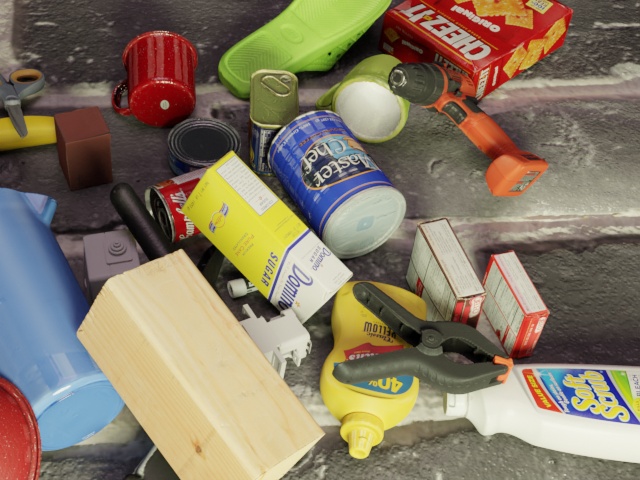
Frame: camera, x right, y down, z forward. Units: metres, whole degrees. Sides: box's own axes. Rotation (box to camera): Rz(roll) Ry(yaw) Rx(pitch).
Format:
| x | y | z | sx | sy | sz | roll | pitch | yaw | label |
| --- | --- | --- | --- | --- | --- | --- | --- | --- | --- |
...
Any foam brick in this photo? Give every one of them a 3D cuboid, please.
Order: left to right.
| x | y | z | sx | sy | sz | roll | pitch | yaw | label |
| --- | --- | --- | --- | --- | --- | --- | --- | --- | --- |
| -0.268 | -0.105 | 1.211 | 0.053 | 0.078 | 0.051 | -14 | 53 | -20 | foam brick |

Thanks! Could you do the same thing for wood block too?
| x | y | z | sx | sy | sz | roll | pitch | yaw | label |
| --- | --- | --- | --- | --- | --- | --- | --- | --- | --- |
| -0.106 | 0.122 | 0.918 | 0.090 | 0.091 | 0.206 | -25 | 70 | -45 | wood block |

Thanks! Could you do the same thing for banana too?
| x | y | z | sx | sy | sz | roll | pitch | yaw | label |
| --- | --- | --- | --- | --- | --- | --- | --- | --- | --- |
| -0.377 | -0.112 | 1.225 | 0.197 | 0.037 | 0.070 | -22 | 44 | -33 | banana |

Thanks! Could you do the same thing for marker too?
| x | y | z | sx | sy | sz | roll | pitch | yaw | label |
| --- | --- | --- | --- | --- | --- | --- | --- | --- | --- |
| -0.041 | 0.037 | 1.151 | 0.121 | 0.020 | 0.020 | -16 | 51 | -21 | marker |

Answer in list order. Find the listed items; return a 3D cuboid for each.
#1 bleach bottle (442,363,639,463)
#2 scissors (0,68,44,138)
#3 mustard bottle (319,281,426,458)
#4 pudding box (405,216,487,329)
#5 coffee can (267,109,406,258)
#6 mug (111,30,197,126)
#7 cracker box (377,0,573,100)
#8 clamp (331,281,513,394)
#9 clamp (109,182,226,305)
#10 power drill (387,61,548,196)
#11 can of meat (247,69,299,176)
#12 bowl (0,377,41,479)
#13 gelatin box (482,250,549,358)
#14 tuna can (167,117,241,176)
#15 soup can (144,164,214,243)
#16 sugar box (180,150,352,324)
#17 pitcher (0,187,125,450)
| x | y | z | sx | sy | sz | roll | pitch | yaw | label |
| --- | --- | --- | --- | --- | --- | --- | --- | --- | --- |
| 0.247 | 0.169 | 1.042 | 0.250 | 0.068 | 0.102 | 3 | 47 | -2 | bleach bottle |
| -0.351 | -0.169 | 1.268 | 0.096 | 0.016 | 0.202 | -18 | 36 | -33 | scissors |
| 0.049 | 0.129 | 1.052 | 0.096 | 0.058 | 0.191 | 14 | 47 | -2 | mustard bottle |
| 0.130 | 0.046 | 1.118 | 0.039 | 0.090 | 0.113 | -11 | 49 | -17 | pudding box |
| 0.017 | -0.064 | 1.195 | 0.102 | 0.103 | 0.140 | -18 | 52 | -23 | coffee can |
| -0.204 | -0.189 | 1.300 | 0.117 | 0.093 | 0.081 | -20 | 51 | 15 | mug |
| 0.212 | -0.289 | 1.453 | 0.213 | 0.072 | 0.164 | -34 | 59 | -31 | cracker box |
| 0.098 | 0.097 | 1.028 | 0.171 | 0.039 | 0.120 | 10 | 53 | -6 | clamp |
| -0.137 | 0.040 | 1.050 | 0.036 | 0.164 | 0.210 | -38 | 42 | 18 | clamp |
| 0.174 | -0.136 | 1.257 | 0.188 | 0.057 | 0.184 | 52 | 27 | 19 | power drill |
| -0.058 | -0.139 | 1.267 | 0.057 | 0.084 | 0.102 | 2 | 47 | -6 | can of meat |
| -0.316 | 0.185 | 0.894 | 0.162 | 0.055 | 0.162 | -7 | 70 | 20 | bowl |
| 0.201 | 0.068 | 1.119 | 0.030 | 0.073 | 0.089 | -11 | 50 | -17 | gelatin box |
| -0.137 | -0.105 | 1.259 | 0.086 | 0.034 | 0.086 | 4 | 47 | -4 | tuna can |
| -0.134 | -0.043 | 1.179 | 0.102 | 0.068 | 0.069 | -21 | 54 | -25 | soup can |
| -0.057 | 0.001 | 1.092 | 0.176 | 0.093 | 0.048 | 47 | 54 | 4 | sugar box |
| -0.289 | 0.082 | 1.013 | 0.144 | 0.149 | 0.243 | -9 | 50 | -40 | pitcher |
